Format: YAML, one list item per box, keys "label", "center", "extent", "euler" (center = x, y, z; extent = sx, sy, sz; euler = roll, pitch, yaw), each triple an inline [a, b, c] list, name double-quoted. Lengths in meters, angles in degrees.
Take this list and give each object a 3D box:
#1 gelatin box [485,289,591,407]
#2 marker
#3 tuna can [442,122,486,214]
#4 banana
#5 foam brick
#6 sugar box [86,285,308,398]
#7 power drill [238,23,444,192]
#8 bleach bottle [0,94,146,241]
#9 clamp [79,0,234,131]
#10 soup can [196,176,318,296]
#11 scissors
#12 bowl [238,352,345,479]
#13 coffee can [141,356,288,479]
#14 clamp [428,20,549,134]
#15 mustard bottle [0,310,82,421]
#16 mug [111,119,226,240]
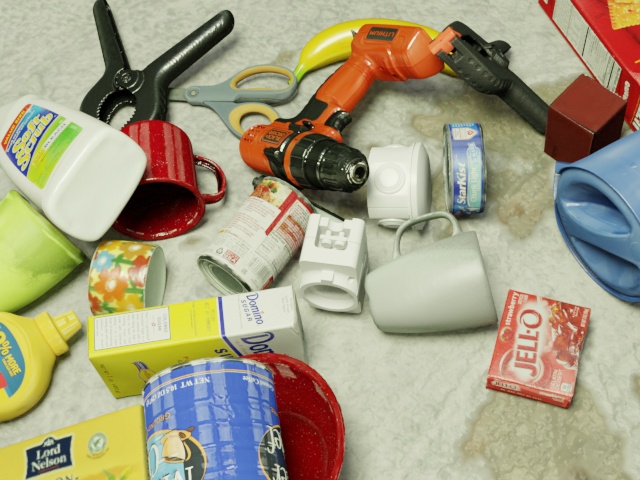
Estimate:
- label: "gelatin box"
  center: [0.188, 0.093, 0.919]
  extent: [0.073, 0.030, 0.089]
  euler: [13, 62, 14]
- label: "marker"
  center: [-0.015, -0.031, 1.019]
  extent: [0.121, 0.020, 0.020]
  euler: [29, 67, 21]
- label: "tuna can"
  center: [0.132, -0.066, 0.986]
  extent: [0.034, 0.086, 0.086]
  euler: [-2, 60, 3]
- label: "banana"
  center: [0.064, -0.195, 1.099]
  extent: [0.198, 0.037, 0.069]
  euler: [-3, 89, 8]
- label: "foam brick"
  center: [0.247, -0.107, 1.001]
  extent: [0.051, 0.078, 0.053]
  euler: [-43, 65, -16]
- label: "sugar box"
  center: [-0.102, 0.089, 0.917]
  extent: [0.176, 0.093, 0.048]
  euler: [-7, 60, 2]
- label: "power drill"
  center: [0.028, -0.123, 0.993]
  extent: [0.187, 0.057, 0.185]
  euler: [-45, 33, -17]
- label: "bleach bottle"
  center: [-0.261, -0.081, 1.005]
  extent: [0.251, 0.068, 0.102]
  euler: [24, 78, 50]
- label: "clamp"
  center: [-0.181, -0.160, 1.089]
  extent: [0.165, 0.036, 0.210]
  euler: [3, 67, 18]
- label: "soup can"
  center: [-0.056, 0.001, 0.977]
  extent: [0.069, 0.068, 0.102]
  euler: [30, 68, 21]
- label: "scissors"
  center: [-0.120, -0.133, 1.092]
  extent: [0.202, 0.016, 0.096]
  euler: [-9, 66, 9]
- label: "bowl"
  center: [-0.046, 0.176, 0.868]
  extent: [0.162, 0.055, 0.162]
  euler: [-11, 62, 21]
- label: "coffee can"
  center: [-0.075, 0.171, 0.788]
  extent: [0.103, 0.103, 0.140]
  euler: [-10, 60, 0]
- label: "clamp"
  center: [0.158, -0.171, 1.019]
  extent: [0.039, 0.171, 0.120]
  euler: [-45, 47, 20]
- label: "mustard bottle"
  center: [-0.298, 0.118, 0.941]
  extent: [0.191, 0.058, 0.096]
  euler: [-31, 68, -12]
- label: "mug"
  center: [-0.147, -0.060, 1.016]
  extent: [0.117, 0.093, 0.081]
  euler: [0, 53, -15]
